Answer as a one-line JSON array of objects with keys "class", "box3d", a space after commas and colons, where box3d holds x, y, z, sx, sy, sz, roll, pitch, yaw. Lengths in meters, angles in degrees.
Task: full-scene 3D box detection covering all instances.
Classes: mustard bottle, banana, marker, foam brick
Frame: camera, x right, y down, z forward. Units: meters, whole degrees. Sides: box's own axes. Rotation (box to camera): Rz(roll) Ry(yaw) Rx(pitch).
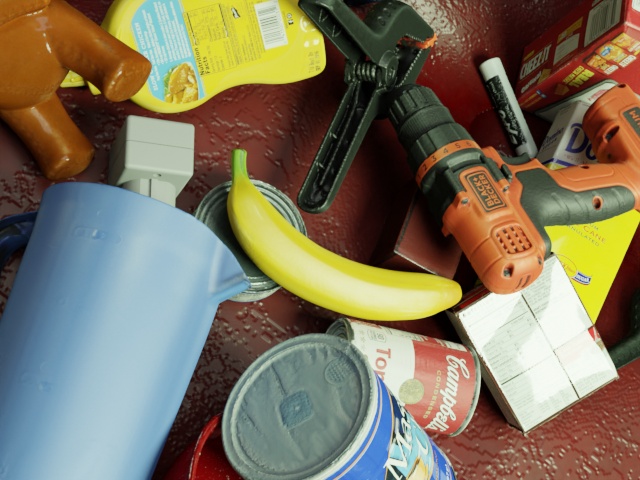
[{"class": "mustard bottle", "box3d": [-0.098, -0.145, 0.773, 0.191, 0.058, 0.096, -17, 113, -7]}, {"class": "banana", "box3d": [0.008, 0.013, 0.748, 0.197, 0.037, 0.069, 32, 82, -13]}, {"class": "marker", "box3d": [0.166, -0.098, 0.906, 0.020, 0.020, 0.121, -16, 79, -26]}, {"class": "foam brick", "box3d": [0.079, -0.004, 0.820, 0.051, 0.053, 0.078, 28, 65, -12]}]

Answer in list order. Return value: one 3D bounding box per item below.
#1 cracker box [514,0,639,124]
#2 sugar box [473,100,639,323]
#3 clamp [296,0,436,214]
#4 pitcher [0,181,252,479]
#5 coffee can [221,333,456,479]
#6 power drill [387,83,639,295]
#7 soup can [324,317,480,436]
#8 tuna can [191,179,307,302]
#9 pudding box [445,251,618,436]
[{"class": "cracker box", "box3d": [0.295, -0.129, 0.888, 0.213, 0.164, 0.072, 21, 68, -14]}, {"class": "sugar box", "box3d": [0.205, -0.017, 0.863, 0.093, 0.048, 0.176, 30, 77, -10]}, {"class": "clamp", "box3d": [0.036, -0.136, 0.805, 0.036, 0.164, 0.209, 15, 38, 23]}, {"class": "pitcher", "box3d": [-0.158, 0.094, 0.657, 0.144, 0.149, 0.242, 29, 66, -28]}, {"class": "coffee can", "box3d": [0.015, 0.139, 0.680, 0.140, 0.103, 0.102, 53, 53, -43]}, {"class": "power drill", "box3d": [0.160, -0.059, 0.795, 0.187, 0.057, 0.184, -17, 62, -18]}, {"class": "soup can", "box3d": [0.054, 0.098, 0.766, 0.102, 0.069, 0.068, 14, 67, -17]}, {"class": "tuna can", "box3d": [-0.055, 0.001, 0.773, 0.086, 0.034, 0.086, 7, 70, -20]}, {"class": "pudding box", "box3d": [0.159, 0.075, 0.802, 0.090, 0.039, 0.113, -30, 97, -3]}]
